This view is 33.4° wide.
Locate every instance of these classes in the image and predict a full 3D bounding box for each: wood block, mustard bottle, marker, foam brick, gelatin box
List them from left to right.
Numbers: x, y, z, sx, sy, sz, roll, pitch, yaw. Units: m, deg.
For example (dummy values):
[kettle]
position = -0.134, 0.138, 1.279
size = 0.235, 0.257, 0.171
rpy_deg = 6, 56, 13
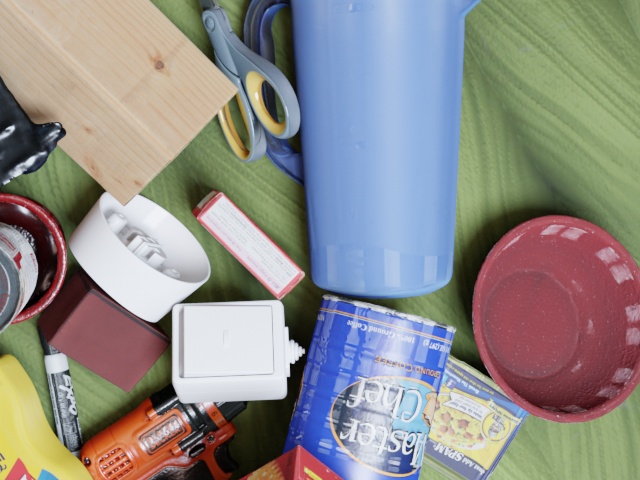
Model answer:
[mustard bottle]
position = -0.219, 0.187, 0.791
size = 0.096, 0.058, 0.191
rpy_deg = -34, 88, 12
[marker]
position = -0.200, 0.118, 0.827
size = 0.020, 0.020, 0.121
rpy_deg = -10, 97, -7
[wood block]
position = -0.173, -0.137, 0.754
size = 0.206, 0.090, 0.090
rpy_deg = 44, 52, -10
[foam brick]
position = -0.162, 0.068, 0.800
size = 0.078, 0.053, 0.051
rpy_deg = 38, 88, -28
[gelatin box]
position = -0.055, 0.001, 0.809
size = 0.089, 0.073, 0.030
rpy_deg = 44, 87, -10

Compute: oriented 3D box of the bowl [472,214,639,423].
[bowl]
position = 0.181, 0.063, 0.847
size = 0.162, 0.055, 0.162
rpy_deg = 3, 80, -19

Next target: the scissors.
[scissors]
position = -0.062, -0.153, 0.773
size = 0.016, 0.096, 0.202
rpy_deg = -26, 113, -37

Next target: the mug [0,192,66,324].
[mug]
position = -0.240, 0.004, 0.778
size = 0.117, 0.081, 0.093
rpy_deg = 28, 91, -10

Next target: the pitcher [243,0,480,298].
[pitcher]
position = 0.034, -0.085, 0.796
size = 0.144, 0.149, 0.243
rpy_deg = -5, 100, -23

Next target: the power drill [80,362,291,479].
[power drill]
position = -0.066, 0.185, 0.836
size = 0.184, 0.057, 0.187
rpy_deg = -33, 97, -4

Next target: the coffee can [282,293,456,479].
[coffee can]
position = 0.033, 0.119, 0.780
size = 0.102, 0.103, 0.140
rpy_deg = 15, 85, -10

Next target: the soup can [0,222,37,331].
[soup can]
position = -0.221, 0.024, 0.688
size = 0.068, 0.102, 0.068
rpy_deg = -1, 96, -9

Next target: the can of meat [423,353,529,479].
[can of meat]
position = 0.107, 0.142, 0.856
size = 0.102, 0.057, 0.084
rpy_deg = 33, 89, -10
